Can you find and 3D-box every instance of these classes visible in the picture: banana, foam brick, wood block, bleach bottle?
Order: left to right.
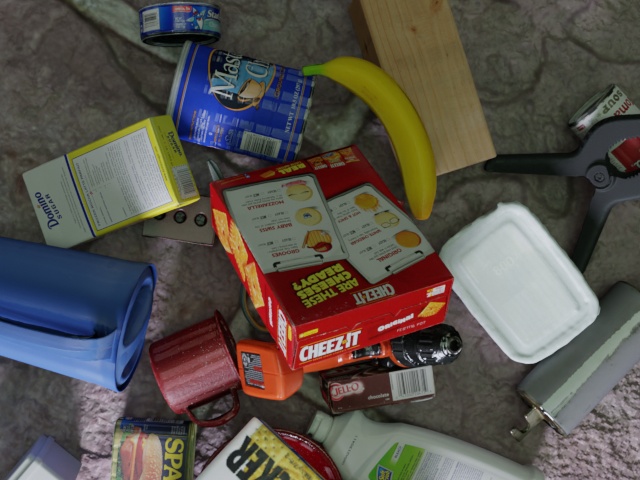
[{"bbox_3d":[-0.148,-0.024,1.135,0.078,0.051,0.053,8,88,-5],"label":"foam brick"},{"bbox_3d":[0.067,-0.116,1.076,0.070,0.037,0.198,-38,88,13],"label":"banana"},{"bbox_3d":[0.107,0.241,1.150,0.251,0.068,0.102,26,87,-2],"label":"bleach bottle"},{"bbox_3d":[0.106,-0.170,1.139,0.090,0.091,0.206,-18,91,-5],"label":"wood block"}]

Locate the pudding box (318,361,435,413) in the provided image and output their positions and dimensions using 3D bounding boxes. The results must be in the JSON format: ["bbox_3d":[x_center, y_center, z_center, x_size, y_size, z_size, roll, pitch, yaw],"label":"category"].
[{"bbox_3d":[0.058,0.151,1.132,0.113,0.090,0.039,-7,93,-6],"label":"pudding box"}]

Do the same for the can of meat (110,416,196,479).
[{"bbox_3d":[-0.176,0.238,1.128,0.084,0.057,0.102,4,89,-3],"label":"can of meat"}]

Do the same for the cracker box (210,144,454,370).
[{"bbox_3d":[0.005,0.010,1.036,0.164,0.072,0.214,-16,47,-18],"label":"cracker box"}]

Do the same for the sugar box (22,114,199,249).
[{"bbox_3d":[-0.216,-0.056,1.093,0.176,0.048,0.093,-18,92,30],"label":"sugar box"}]

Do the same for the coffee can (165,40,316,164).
[{"bbox_3d":[-0.084,-0.142,1.116,0.140,0.103,0.103,14,88,-5],"label":"coffee can"}]

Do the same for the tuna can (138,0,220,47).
[{"bbox_3d":[-0.147,-0.226,1.120,0.086,0.086,0.034,-3,91,-5],"label":"tuna can"}]

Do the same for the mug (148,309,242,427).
[{"bbox_3d":[-0.123,0.140,1.113,0.081,0.093,0.117,-23,66,0],"label":"mug"}]

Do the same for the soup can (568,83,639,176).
[{"bbox_3d":[0.330,-0.113,1.169,0.068,0.068,0.102,-44,93,-4],"label":"soup can"}]

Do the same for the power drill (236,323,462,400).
[{"bbox_3d":[0.025,0.113,1.059,0.187,0.185,0.057,-8,90,-28],"label":"power drill"}]

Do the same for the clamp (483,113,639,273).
[{"bbox_3d":[0.290,-0.076,1.140,0.164,0.036,0.210,46,119,0],"label":"clamp"}]

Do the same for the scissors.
[{"bbox_3d":[-0.057,0.001,1.133,0.096,0.016,0.202,-13,109,-15],"label":"scissors"}]

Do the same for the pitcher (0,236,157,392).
[{"bbox_3d":[-0.296,0.063,1.068,0.243,0.149,0.145,13,58,3],"label":"pitcher"}]
